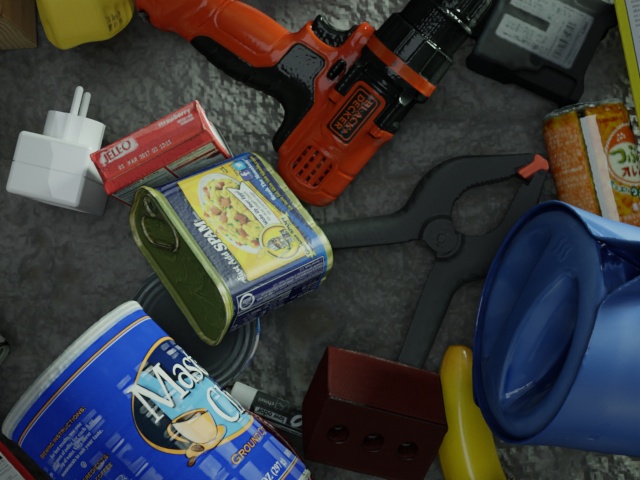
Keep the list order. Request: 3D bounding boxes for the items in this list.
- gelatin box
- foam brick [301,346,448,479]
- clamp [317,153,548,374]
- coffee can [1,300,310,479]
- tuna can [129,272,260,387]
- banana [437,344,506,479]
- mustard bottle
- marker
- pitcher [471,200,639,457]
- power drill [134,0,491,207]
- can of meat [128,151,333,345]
[{"bbox_3d":[-0.097,-0.051,0.670,0.073,0.089,0.030,-27,82,1],"label":"gelatin box"},{"bbox_3d":[0.032,0.107,0.657,0.078,0.051,0.053,14,122,-8],"label":"foam brick"},{"bbox_3d":[0.067,-0.005,0.686,0.120,0.039,0.171,43,92,0],"label":"clamp"},{"bbox_3d":[-0.091,0.118,0.596,0.140,0.103,0.103,43,89,4],"label":"coffee can"},{"bbox_3d":[-0.082,0.057,0.691,0.086,0.034,0.086,0,86,3],"label":"tuna can"},{"bbox_3d":[0.118,0.163,0.676,0.069,0.037,0.198,-34,87,-19],"label":"banana"},{"bbox_3d":[-0.167,-0.219,0.641,0.058,0.096,0.191,-12,119,3],"label":"mustard bottle"},{"bbox_3d":[-0.002,0.121,0.690,0.121,0.020,0.020,20,88,4],"label":"marker"},{"bbox_3d":[0.214,0.071,0.614,0.242,0.149,0.145,13,101,-16],"label":"pitcher"},{"bbox_3d":[-0.009,-0.143,0.674,0.188,0.057,0.184,41,102,7],"label":"power drill"},{"bbox_3d":[-0.054,0.001,0.654,0.083,0.058,0.102,-25,68,-32],"label":"can of meat"}]
